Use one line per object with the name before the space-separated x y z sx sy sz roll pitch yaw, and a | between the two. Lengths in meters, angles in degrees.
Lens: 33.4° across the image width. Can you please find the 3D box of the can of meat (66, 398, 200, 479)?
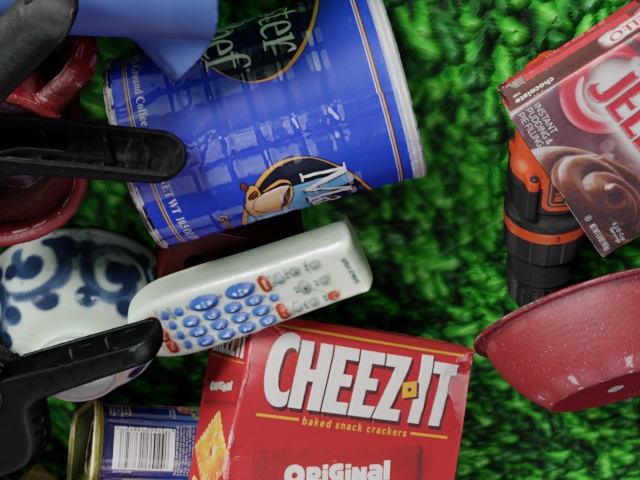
can of meat | -0.120 0.141 0.716 0.083 0.057 0.102 7 161 -20

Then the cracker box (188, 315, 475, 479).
cracker box | 0.001 0.159 0.677 0.164 0.072 0.214 12 86 -27

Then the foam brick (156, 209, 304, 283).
foam brick | -0.054 0.001 0.630 0.078 0.051 0.053 9 128 -18

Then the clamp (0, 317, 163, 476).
clamp | -0.180 0.078 0.606 0.164 0.036 0.210 25 127 4

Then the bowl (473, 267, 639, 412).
bowl | 0.184 0.070 0.689 0.162 0.055 0.162 -12 158 -5

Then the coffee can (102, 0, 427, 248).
coffee can | -0.027 -0.063 0.546 0.140 0.103 0.103 -16 131 3

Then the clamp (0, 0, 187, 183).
clamp | -0.151 -0.053 0.446 0.171 0.039 0.120 -8 144 4

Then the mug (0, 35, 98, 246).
mug | -0.155 -0.065 0.534 0.117 0.081 0.093 -39 126 22

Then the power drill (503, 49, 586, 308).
power drill | 0.204 -0.034 0.644 0.187 0.057 0.184 -7 131 -4
